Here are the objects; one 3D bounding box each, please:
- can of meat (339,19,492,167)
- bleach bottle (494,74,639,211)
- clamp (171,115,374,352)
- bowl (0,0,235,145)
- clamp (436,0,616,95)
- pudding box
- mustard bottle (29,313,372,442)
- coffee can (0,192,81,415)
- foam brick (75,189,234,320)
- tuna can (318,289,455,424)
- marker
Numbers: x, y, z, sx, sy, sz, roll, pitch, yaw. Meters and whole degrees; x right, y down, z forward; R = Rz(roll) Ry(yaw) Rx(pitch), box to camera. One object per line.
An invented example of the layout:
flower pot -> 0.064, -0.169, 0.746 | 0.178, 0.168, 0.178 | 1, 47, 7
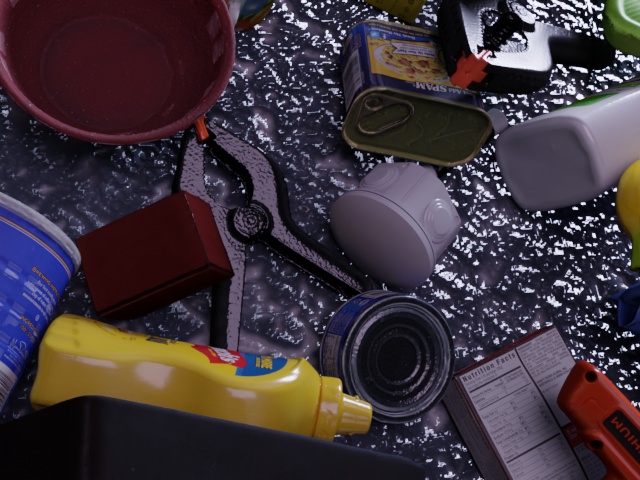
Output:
can of meat -> 0.064, -0.107, 0.760 | 0.102, 0.058, 0.084 | 9, 48, -15
bleach bottle -> 0.255, -0.102, 0.818 | 0.250, 0.103, 0.068 | -28, 98, -31
clamp -> -0.055, 0.001, 0.705 | 0.120, 0.039, 0.171 | -34, 84, -28
bowl -> -0.140, -0.125, 0.711 | 0.162, 0.055, 0.162 | 6, 67, -14
clamp -> 0.131, -0.165, 0.788 | 0.164, 0.036, 0.209 | 44, 37, 6
pudding box -> 0.144, 0.126, 0.721 | 0.089, 0.039, 0.113 | -23, 77, -22
mustard bottle -> -0.065, 0.088, 0.622 | 0.191, 0.096, 0.058 | 11, 88, -4
coffee can -> -0.211, 0.050, 0.599 | 0.102, 0.103, 0.140 | 26, 65, -8
foam brick -> -0.102, 0.011, 0.660 | 0.078, 0.053, 0.051 | -24, 78, 9
tuna can -> 0.044, 0.076, 0.694 | 0.086, 0.034, 0.086 | -1, 91, -24
marker -> 0.092, -0.060, 0.783 | 0.121, 0.020, 0.020 | -37, 85, -26
